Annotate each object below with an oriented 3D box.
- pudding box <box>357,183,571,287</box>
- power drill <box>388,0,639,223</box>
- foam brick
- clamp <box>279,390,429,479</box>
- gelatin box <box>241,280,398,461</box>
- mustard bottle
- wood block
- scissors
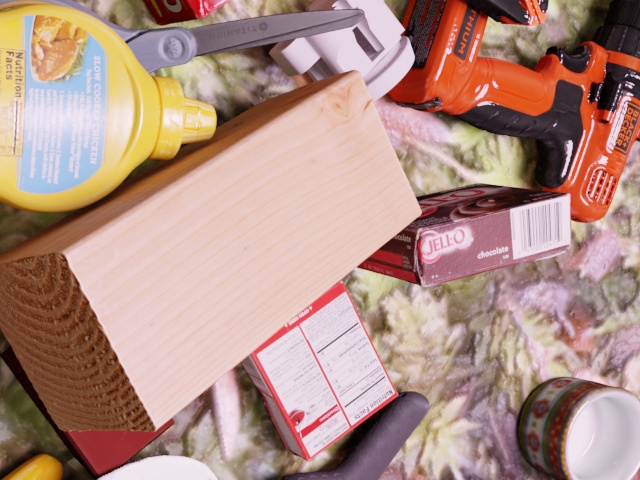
[{"bbox_3d":[0.081,-0.006,0.648,0.113,0.090,0.039,-11,103,-27],"label":"pudding box"},{"bbox_3d":[0.143,-0.121,0.684,0.187,0.057,0.184,20,87,-28],"label":"power drill"},{"bbox_3d":[-0.125,0.079,0.571,0.051,0.053,0.078,-37,111,-19],"label":"foam brick"},{"bbox_3d":[0.014,0.182,0.666,0.171,0.039,0.120,-27,103,-24],"label":"clamp"},{"bbox_3d":[-0.003,0.077,0.648,0.073,0.030,0.089,-34,111,-21],"label":"gelatin box"},{"bbox_3d":[-0.140,-0.061,0.491,0.191,0.058,0.096,1,91,-27],"label":"mustard bottle"},{"bbox_3d":[-0.054,0.001,0.540,0.205,0.090,0.091,-38,108,-40],"label":"wood block"},{"bbox_3d":[-0.082,-0.081,0.546,0.201,0.016,0.096,6,110,1],"label":"scissors"}]
